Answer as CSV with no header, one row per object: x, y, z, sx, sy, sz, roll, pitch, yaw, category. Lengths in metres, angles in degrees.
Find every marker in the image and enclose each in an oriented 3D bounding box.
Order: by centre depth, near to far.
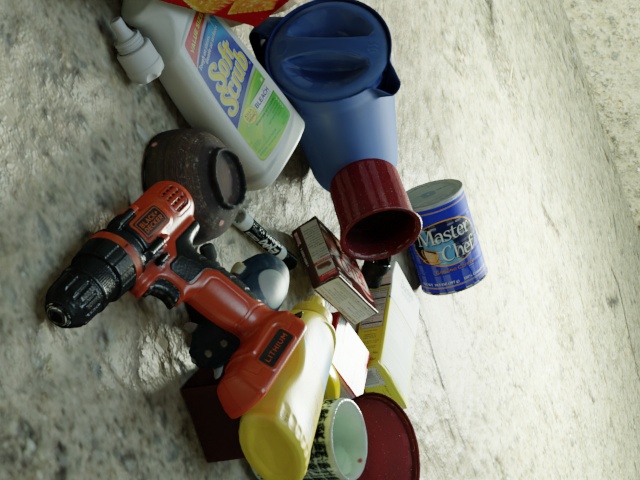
-0.057,0.001,1.141,0.121,0.020,0.020,44,42,-52,marker

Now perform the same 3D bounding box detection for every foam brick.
-0.084,0.156,0.979,0.051,0.053,0.078,-45,121,-61,foam brick

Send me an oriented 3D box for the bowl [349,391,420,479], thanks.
0.030,0.236,1.106,0.055,0.162,0.162,13,66,-36,bowl

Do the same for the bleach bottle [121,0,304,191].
-0.116,-0.165,1.025,0.250,0.068,0.102,50,58,-36,bleach bottle

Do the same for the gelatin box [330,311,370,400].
0.023,0.138,1.244,0.089,0.030,0.073,55,34,-37,gelatin box

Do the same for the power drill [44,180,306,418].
-0.112,0.055,0.870,0.187,0.057,0.184,44,42,-7,power drill

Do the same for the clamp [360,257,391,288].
0.073,0.001,1.306,0.171,0.039,0.120,111,-2,-75,clamp

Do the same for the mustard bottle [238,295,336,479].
-0.023,0.122,0.987,0.191,0.058,0.096,-73,153,-47,mustard bottle

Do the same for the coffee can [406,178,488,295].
0.175,-0.005,1.547,0.102,0.103,0.140,-53,128,-58,coffee can

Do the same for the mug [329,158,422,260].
0.053,-0.030,1.197,0.093,0.117,0.081,4,50,-26,mug

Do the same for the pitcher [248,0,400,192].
0.016,-0.153,1.200,0.243,0.145,0.149,72,3,-63,pitcher

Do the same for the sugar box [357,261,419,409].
0.086,0.122,1.372,0.176,0.048,0.093,-80,148,-46,sugar box

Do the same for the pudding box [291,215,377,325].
0.017,0.036,1.231,0.113,0.039,0.090,41,21,-52,pudding box
